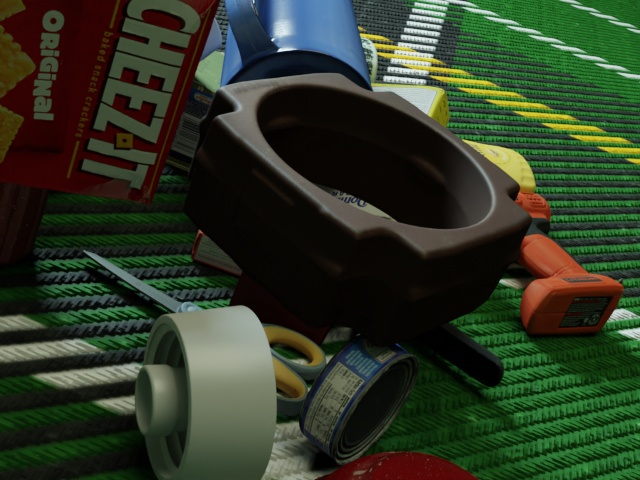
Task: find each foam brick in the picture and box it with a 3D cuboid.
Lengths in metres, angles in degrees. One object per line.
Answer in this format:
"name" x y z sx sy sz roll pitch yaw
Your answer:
"foam brick" -0.021 0.039 0.810 0.078 0.051 0.053 26 27 6

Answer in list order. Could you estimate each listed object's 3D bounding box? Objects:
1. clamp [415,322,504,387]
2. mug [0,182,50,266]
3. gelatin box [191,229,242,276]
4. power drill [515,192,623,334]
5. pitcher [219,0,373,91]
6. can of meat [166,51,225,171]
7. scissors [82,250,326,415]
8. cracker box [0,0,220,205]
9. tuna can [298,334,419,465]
"clamp" 0.072 0.062 0.852 0.120 0.039 0.171 13 32 -19
"mug" -0.244 -0.037 0.744 0.117 0.082 0.093 11 30 -22
"gelatin box" -0.056 0.001 0.872 0.089 0.030 0.073 19 28 -7
"power drill" 0.178 0.010 1.002 0.184 0.057 0.188 0 36 -31
"pitcher" -0.028 -0.179 0.936 0.145 0.149 0.243 12 40 -14
"can of meat" -0.110 -0.123 0.993 0.057 0.084 0.102 22 28 -2
"scissors" -0.076 0.056 0.777 0.202 0.016 0.096 38 29 26
"cracker box" -0.188 -0.118 0.659 0.213 0.164 0.072 9 32 -24
"tuna can" 0.025 0.102 0.696 0.034 0.086 0.085 35 30 25
